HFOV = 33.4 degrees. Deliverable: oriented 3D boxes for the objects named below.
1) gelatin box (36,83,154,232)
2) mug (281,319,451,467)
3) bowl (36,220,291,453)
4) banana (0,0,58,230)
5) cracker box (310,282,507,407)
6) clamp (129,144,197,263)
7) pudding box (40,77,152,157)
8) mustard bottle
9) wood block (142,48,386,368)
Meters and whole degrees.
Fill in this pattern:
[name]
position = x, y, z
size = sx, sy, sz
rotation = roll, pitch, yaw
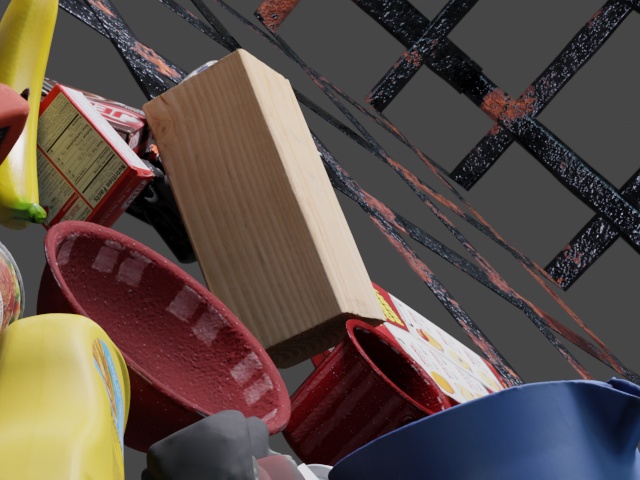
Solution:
[gelatin box]
position = -0.161, -0.046, 0.697
size = 0.089, 0.073, 0.030
rotation = 46, 13, 20
[mug]
position = 0.031, 0.119, 0.696
size = 0.093, 0.081, 0.117
rotation = 32, 15, -38
[bowl]
position = -0.094, 0.062, 0.567
size = 0.162, 0.055, 0.162
rotation = 39, 12, -10
[banana]
position = -0.187, -0.081, 0.669
size = 0.037, 0.070, 0.198
rotation = 29, 45, -47
[cracker box]
position = 0.085, 0.124, 0.884
size = 0.213, 0.072, 0.164
rotation = 34, 13, -30
[clamp]
position = -0.149, -0.046, 0.830
size = 0.120, 0.039, 0.171
rotation = 35, 10, -23
[pudding box]
position = -0.184, -0.088, 0.777
size = 0.113, 0.039, 0.090
rotation = 17, 13, -1
[mustard bottle]
position = -0.099, 0.082, 0.398
size = 0.058, 0.096, 0.192
rotation = -6, 24, -8
[wood block]
position = -0.041, -0.019, 0.777
size = 0.090, 0.091, 0.206
rotation = 20, 46, -65
